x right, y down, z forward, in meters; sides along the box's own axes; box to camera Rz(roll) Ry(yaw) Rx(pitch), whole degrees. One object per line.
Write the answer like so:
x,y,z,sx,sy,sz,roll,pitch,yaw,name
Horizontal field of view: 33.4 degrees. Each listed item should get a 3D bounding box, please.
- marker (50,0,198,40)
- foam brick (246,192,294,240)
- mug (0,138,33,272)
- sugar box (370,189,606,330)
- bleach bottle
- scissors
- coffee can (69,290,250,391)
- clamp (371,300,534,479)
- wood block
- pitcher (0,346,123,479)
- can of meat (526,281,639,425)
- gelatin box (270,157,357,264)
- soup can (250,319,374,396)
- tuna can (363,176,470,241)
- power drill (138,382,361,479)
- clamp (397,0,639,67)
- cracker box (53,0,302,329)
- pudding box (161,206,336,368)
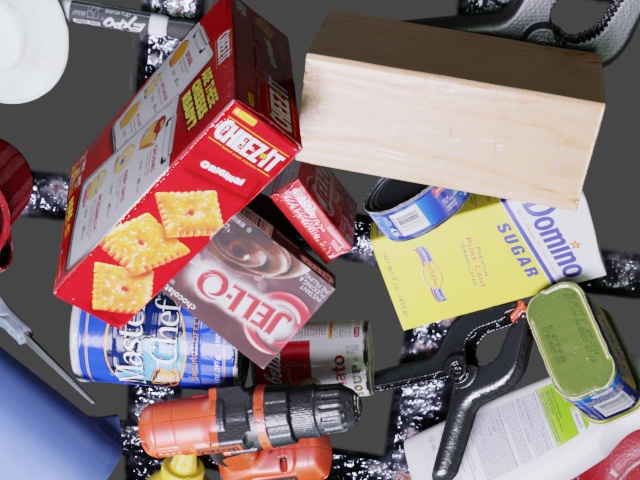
-0.152,-0.174,0.844,0.121,0.020,0.020,10,117,1,marker
-0.056,0.001,0.888,0.051,0.078,0.053,27,116,-10,foam brick
-0.287,-0.028,0.895,0.093,0.081,0.117,-15,114,13,mug
0.139,0.007,0.888,0.176,0.048,0.093,-16,113,15,sugar box
0.202,0.172,0.935,0.251,0.102,0.068,-27,146,17,bleach bottle
-0.267,0.081,0.930,0.202,0.016,0.096,47,151,7,scissors
-0.133,0.076,0.919,0.140,0.102,0.103,4,117,3,coffee can
0.126,0.125,0.923,0.172,0.039,0.120,-41,65,22,clamp
0.094,-0.097,0.784,0.206,0.090,0.090,11,123,6,wood block
-0.314,0.168,0.962,0.242,0.149,0.145,44,109,-11,pitcher
0.216,0.092,0.874,0.057,0.102,0.083,-28,148,18,can of meat
-0.003,-0.032,0.859,0.030,0.089,0.073,-32,109,18,gelatin box
-0.006,0.106,0.940,0.102,0.068,0.068,-4,116,7,soup can
0.079,-0.038,0.850,0.086,0.086,0.033,-31,111,19,tuna can
-0.044,0.168,0.924,0.184,0.057,0.187,-7,155,10,power drill
0.171,-0.144,0.815,0.210,0.036,0.164,-28,112,22,clamp
-0.109,-0.060,0.807,0.072,0.164,0.214,33,119,-29,cracker box
-0.058,0.031,0.831,0.113,0.039,0.090,39,105,-7,pudding box
